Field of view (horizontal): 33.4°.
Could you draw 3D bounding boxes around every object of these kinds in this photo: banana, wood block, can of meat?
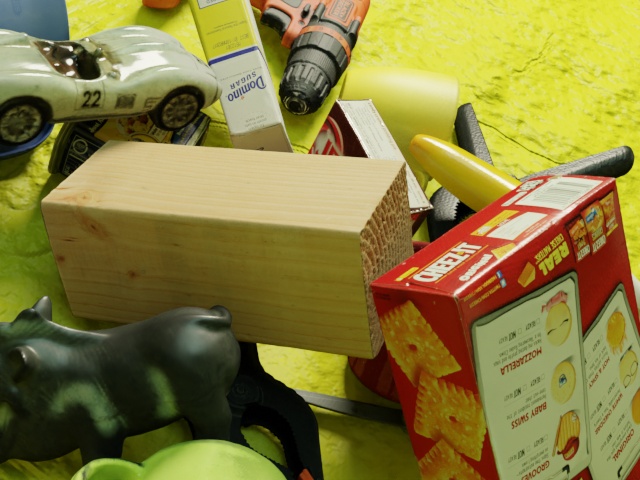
[{"bbox_3d":[0.152,-0.027,0.800,0.198,0.069,0.037,32,78,37],"label":"banana"},{"bbox_3d":[-0.054,0.002,0.664,0.206,0.090,0.090,5,34,20],"label":"wood block"},{"bbox_3d":[-0.137,-0.072,0.783,0.084,0.058,0.102,28,44,-2],"label":"can of meat"}]

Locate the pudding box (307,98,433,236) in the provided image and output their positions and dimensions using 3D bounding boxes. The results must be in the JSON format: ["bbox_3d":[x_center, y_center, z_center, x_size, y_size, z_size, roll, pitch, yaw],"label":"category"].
[{"bbox_3d":[0.030,-0.037,0.806,0.039,0.090,0.113,-9,56,-32],"label":"pudding box"}]

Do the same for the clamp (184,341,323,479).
[{"bbox_3d":[-0.051,0.096,0.684,0.171,0.039,0.120,42,57,14],"label":"clamp"}]

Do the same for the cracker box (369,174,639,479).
[{"bbox_3d":[0.126,0.087,0.649,0.072,0.214,0.163,7,30,46],"label":"cracker box"}]

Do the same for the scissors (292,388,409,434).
[{"bbox_3d":[0.077,0.115,0.746,0.201,0.016,0.096,25,43,-3],"label":"scissors"}]

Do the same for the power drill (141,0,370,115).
[{"bbox_3d":[-0.057,-0.200,0.937,0.187,0.057,0.184,26,45,-4],"label":"power drill"}]

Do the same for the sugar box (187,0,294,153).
[{"bbox_3d":[-0.067,-0.146,0.821,0.048,0.093,0.176,-15,74,2],"label":"sugar box"}]

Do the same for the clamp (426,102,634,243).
[{"bbox_3d":[0.142,-0.043,0.888,0.165,0.036,0.209,25,50,31],"label":"clamp"}]
